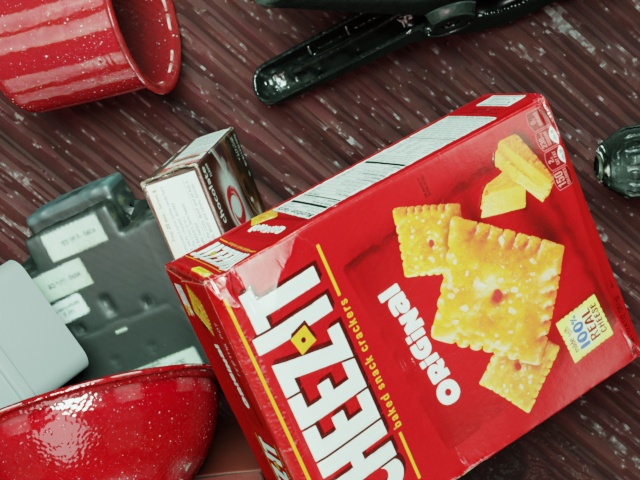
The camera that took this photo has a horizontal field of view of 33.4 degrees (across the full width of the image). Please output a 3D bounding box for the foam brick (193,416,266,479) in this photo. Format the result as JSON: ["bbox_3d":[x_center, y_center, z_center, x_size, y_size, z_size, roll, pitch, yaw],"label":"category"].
[{"bbox_3d":[-0.051,0.149,0.664,0.053,0.078,0.051,-7,106,9],"label":"foam brick"}]

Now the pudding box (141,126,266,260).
[{"bbox_3d":[-0.054,0.001,0.608,0.039,0.090,0.113,-20,105,13],"label":"pudding box"}]

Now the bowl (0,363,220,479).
[{"bbox_3d":[-0.121,0.119,0.584,0.162,0.162,0.055,-22,74,13],"label":"bowl"}]

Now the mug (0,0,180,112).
[{"bbox_3d":[-0.133,-0.128,0.583,0.081,0.093,0.117,-11,76,15],"label":"mug"}]

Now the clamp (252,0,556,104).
[{"bbox_3d":[0.056,-0.126,0.534,0.210,0.164,0.036,-16,82,3],"label":"clamp"}]

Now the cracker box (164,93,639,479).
[{"bbox_3d":[0.051,0.038,0.569,0.213,0.072,0.164,-29,106,-19],"label":"cracker box"}]
